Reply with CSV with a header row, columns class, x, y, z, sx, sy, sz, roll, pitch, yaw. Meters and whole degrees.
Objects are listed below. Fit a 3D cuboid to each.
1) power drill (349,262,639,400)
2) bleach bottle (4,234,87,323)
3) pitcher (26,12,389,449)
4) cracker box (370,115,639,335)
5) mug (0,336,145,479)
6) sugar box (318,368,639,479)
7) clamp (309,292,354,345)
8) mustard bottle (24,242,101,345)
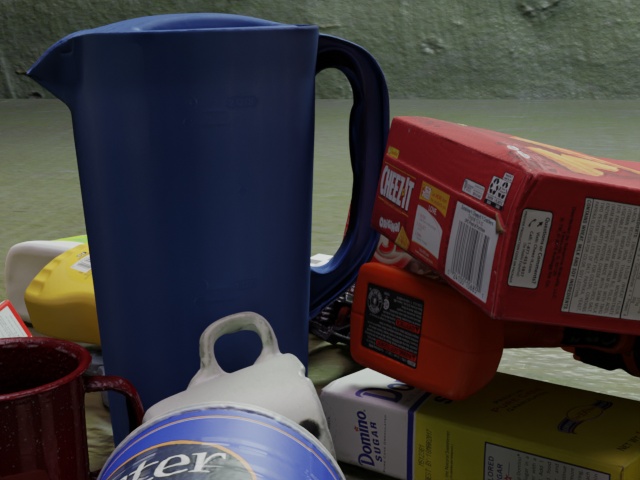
class,x,y,z,sx,sy,sz,roll,pitch,yaw
power drill,0.125,0.050,0.571,0.187,0.057,0.185,4,5,-33
bleach bottle,-0.155,0.015,0.943,0.103,0.068,0.250,5,12,25
pitcher,-0.054,0.001,0.577,0.149,0.243,0.144,5,14,28
cracker box,0.152,-0.006,0.528,0.213,0.072,0.164,7,12,-17
mug,-0.144,0.098,0.524,0.117,0.081,0.093,-6,13,-18
sugar box,0.093,0.101,0.557,0.177,0.048,0.093,11,14,37
clamp,-0.004,0.043,0.706,0.120,0.039,0.171,31,-8,3
mustard bottle,-0.110,0.044,0.731,0.192,0.058,0.096,9,29,39
